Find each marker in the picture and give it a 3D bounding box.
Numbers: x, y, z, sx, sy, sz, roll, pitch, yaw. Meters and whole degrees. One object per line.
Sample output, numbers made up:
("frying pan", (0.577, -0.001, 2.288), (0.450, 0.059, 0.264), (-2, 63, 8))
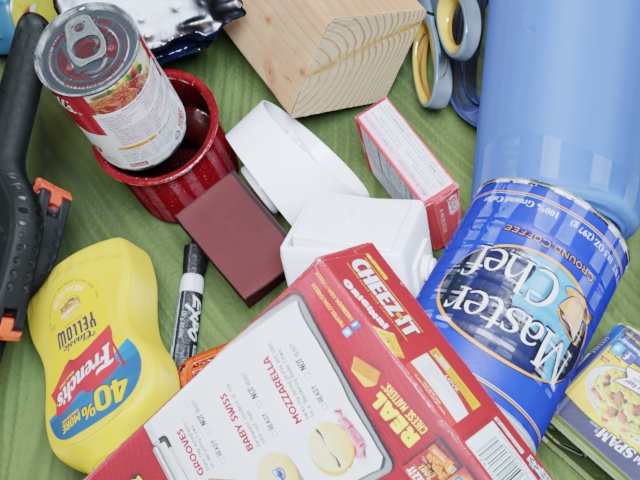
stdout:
("marker", (-0.094, 0.056, 0.755), (0.020, 0.020, 0.121), (-1, 66, 12))

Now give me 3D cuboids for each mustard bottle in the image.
("mustard bottle", (-0.140, 0.095, 0.704), (0.096, 0.058, 0.192), (-32, 51, 14))

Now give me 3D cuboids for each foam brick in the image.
("foam brick", (-0.055, 0.001, 0.741), (0.051, 0.053, 0.078), (-40, 82, -8))

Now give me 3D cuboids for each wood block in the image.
("wood block", (-0.027, -0.199, 0.798), (0.090, 0.090, 0.206), (-15, 56, -35))

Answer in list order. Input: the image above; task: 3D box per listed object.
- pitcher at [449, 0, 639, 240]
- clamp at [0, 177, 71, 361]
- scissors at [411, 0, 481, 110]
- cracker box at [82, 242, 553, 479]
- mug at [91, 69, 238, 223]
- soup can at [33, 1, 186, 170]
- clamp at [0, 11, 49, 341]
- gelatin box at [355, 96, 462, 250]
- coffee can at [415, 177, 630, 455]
("pitcher", (0.162, -0.120, 0.726), (0.145, 0.149, 0.243), (11, 71, 1))
("clamp", (-0.225, 0.041, 0.742), (0.171, 0.039, 0.120), (-54, 49, 11))
("scissors", (0.084, -0.196, 0.776), (0.016, 0.096, 0.202), (3, 75, -21))
("cracker box", (-0.007, 0.131, 0.558), (0.214, 0.072, 0.164), (-44, 76, 27))
("mug", (-0.117, -0.070, 0.782), (0.117, 0.081, 0.093), (37, 78, 24))
("soup can", (-0.133, -0.097, 0.693), (0.068, 0.102, 0.068), (-5, 65, 10))
("clamp", (-0.232, -0.031, 0.721), (0.165, 0.036, 0.210), (-21, 69, 37))
("gelatin box", (0.063, -0.045, 0.734), (0.030, 0.073, 0.089), (-34, 63, -5))
("coffee can", (0.105, 0.048, 0.624), (0.103, 0.103, 0.140), (23, 65, 21))
